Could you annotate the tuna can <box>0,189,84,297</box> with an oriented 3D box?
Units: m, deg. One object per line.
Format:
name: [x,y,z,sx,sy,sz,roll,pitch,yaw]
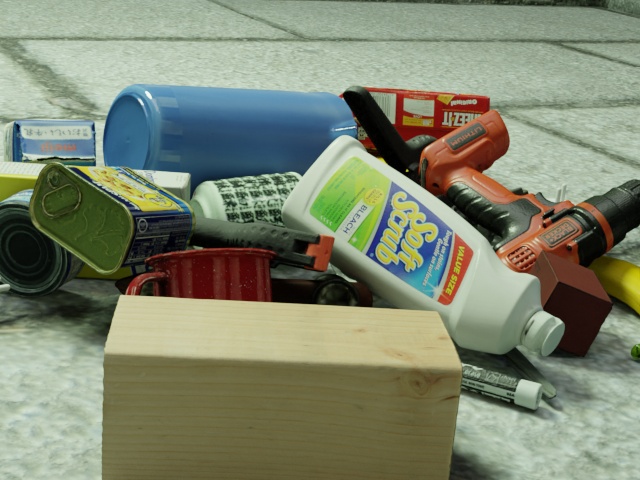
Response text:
tuna can: [-0.238,0.003,0.879,0.086,0.086,0.033,10,22,14]

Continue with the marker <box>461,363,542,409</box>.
marker: [0.102,0.099,0.784,0.121,0.020,0.020,13,21,24]

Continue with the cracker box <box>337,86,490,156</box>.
cracker box: [0.094,-0.134,1.290,0.164,0.072,0.214,2,0,-9]

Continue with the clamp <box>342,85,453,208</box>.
clamp: [0.083,-0.054,1.090,0.036,0.164,0.209,7,-4,41]

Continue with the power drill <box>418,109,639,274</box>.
power drill: [0.198,-0.045,1.011,0.184,0.057,0.188,-29,52,-18]

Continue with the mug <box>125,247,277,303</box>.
mug: [-0.083,0.051,0.738,0.117,0.081,0.093,4,-11,-44]

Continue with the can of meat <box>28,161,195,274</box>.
can of meat: [-0.161,-0.020,0.836,0.102,0.057,0.083,31,19,25]

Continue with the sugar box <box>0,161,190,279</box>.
sugar box: [-0.203,-0.016,0.929,0.176,0.093,0.048,4,22,-1]

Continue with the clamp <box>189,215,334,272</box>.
clamp: [-0.056,0.001,0.861,0.120,0.039,0.172,8,-4,-29]

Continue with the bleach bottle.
bleach bottle: [0.088,0.011,0.860,0.251,0.102,0.068,32,-14,32]

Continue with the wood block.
wood block: [-0.026,0.094,0.659,0.206,0.091,0.090,3,19,-5]

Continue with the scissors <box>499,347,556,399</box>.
scissors: [0.155,0.076,0.868,0.096,0.016,0.202,-7,22,-30]

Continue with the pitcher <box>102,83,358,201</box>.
pitcher: [-0.094,-0.089,1.071,0.242,0.149,0.145,1,36,-39]

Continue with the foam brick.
foam brick: [0.199,0.050,0.875,0.051,0.053,0.078,23,19,-6]
